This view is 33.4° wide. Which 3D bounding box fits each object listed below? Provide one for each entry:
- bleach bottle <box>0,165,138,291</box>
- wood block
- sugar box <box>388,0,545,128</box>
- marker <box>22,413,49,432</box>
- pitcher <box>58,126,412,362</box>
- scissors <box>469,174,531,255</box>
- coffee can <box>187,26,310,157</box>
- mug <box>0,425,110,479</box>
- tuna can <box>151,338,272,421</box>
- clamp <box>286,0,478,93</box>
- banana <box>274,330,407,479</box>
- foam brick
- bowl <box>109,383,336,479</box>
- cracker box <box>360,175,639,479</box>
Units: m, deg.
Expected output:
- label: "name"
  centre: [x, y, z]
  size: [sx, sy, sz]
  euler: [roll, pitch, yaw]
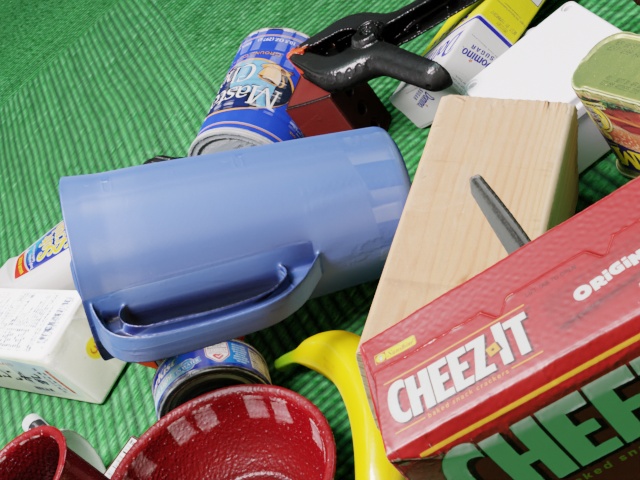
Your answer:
- label: "bleach bottle"
  centre: [-0.262, 0.026, 1.084]
  size: [0.251, 0.068, 0.102]
  euler: [-32, 34, 21]
- label: "wood block"
  centre: [0.098, 0.015, 0.658]
  size: [0.091, 0.090, 0.206]
  euler: [7, 53, 20]
- label: "sugar box"
  centre: [0.135, -0.178, 0.884]
  size: [0.176, 0.048, 0.093]
  euler: [-51, 12, -18]
- label: "marker"
  centre: [-0.225, 0.175, 0.909]
  size: [0.020, 0.020, 0.121]
  euler: [-52, 33, -14]
- label: "pitcher"
  centre: [-0.055, 0.001, 0.758]
  size: [0.242, 0.149, 0.145]
  euler: [-13, -11, -6]
- label: "scissors"
  centre: [0.119, 0.057, 0.531]
  size: [0.016, 0.201, 0.096]
  euler: [-48, 6, -35]
- label: "coffee can"
  centre: [-0.049, -0.110, 0.971]
  size: [0.103, 0.102, 0.140]
  euler: [-14, 42, 37]
- label: "mug"
  centre: [-0.187, 0.186, 0.721]
  size: [0.117, 0.081, 0.093]
  euler: [-10, 44, 41]
- label: "tuna can"
  centre: [-0.076, 0.112, 0.759]
  size: [0.086, 0.086, 0.034]
  euler: [-36, 35, 11]
- label: "clamp"
  centre: [0.053, -0.163, 0.853]
  size: [0.172, 0.039, 0.120]
  euler: [6, 49, 40]
- label: "banana"
  centre: [0.025, 0.111, 0.703]
  size: [0.070, 0.037, 0.198]
  euler: [-58, 29, 13]
- label: "foam brick"
  centre: [0.017, -0.110, 0.925]
  size: [0.051, 0.078, 0.053]
  euler: [-11, 44, 37]
- label: "bowl"
  centre: [-0.058, 0.170, 0.681]
  size: [0.162, 0.055, 0.162]
  euler: [-16, 38, 13]
- label: "cracker box"
  centre: [0.144, 0.085, 0.433]
  size: [0.164, 0.213, 0.072]
  euler: [-33, 34, 15]
